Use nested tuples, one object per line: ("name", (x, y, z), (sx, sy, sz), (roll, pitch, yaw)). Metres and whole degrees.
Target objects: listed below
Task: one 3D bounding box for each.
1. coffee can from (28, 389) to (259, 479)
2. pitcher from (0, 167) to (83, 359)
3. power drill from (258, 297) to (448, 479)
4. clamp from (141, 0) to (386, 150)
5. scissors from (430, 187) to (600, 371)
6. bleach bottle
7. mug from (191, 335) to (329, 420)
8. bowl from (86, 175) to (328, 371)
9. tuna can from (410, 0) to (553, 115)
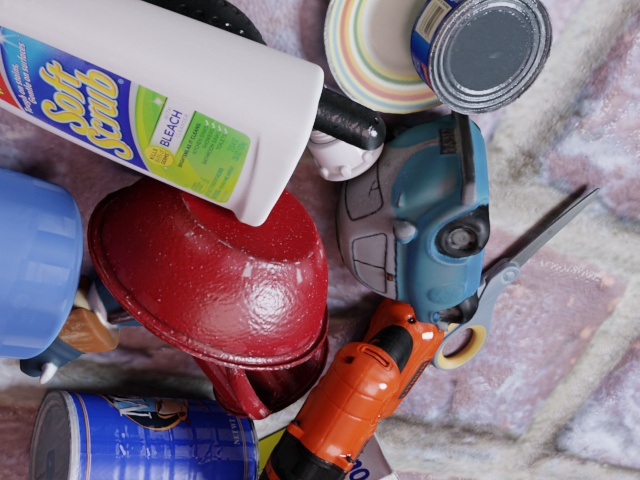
("coffee can", (-0.129, 0.163, 0.773), (0.140, 0.103, 0.103), (8, 121, -28))
("pitcher", (-0.255, -0.014, 0.576), (0.242, 0.145, 0.149), (14, 144, -35))
("power drill", (0.019, 0.128, 0.767), (0.057, 0.187, 0.185), (34, 115, 7))
("clamp", (-0.056, -0.091, 0.641), (0.171, 0.039, 0.120), (37, 138, -24))
("scissors", (0.148, 0.040, 0.858), (0.202, 0.016, 0.096), (-31, 133, 2))
("bleach bottle", (-0.131, -0.092, 0.566), (0.250, 0.068, 0.103), (19, 144, -10))
("mug", (-0.051, 0.070, 0.732), (0.093, 0.117, 0.081), (-20, 128, 14))
("bowl", (-0.054, 0.001, 0.640), (0.161, 0.162, 0.055), (13, 126, -31))
("tuna can", (0.100, -0.125, 0.672), (0.086, 0.034, 0.086), (-12, 128, -16))
